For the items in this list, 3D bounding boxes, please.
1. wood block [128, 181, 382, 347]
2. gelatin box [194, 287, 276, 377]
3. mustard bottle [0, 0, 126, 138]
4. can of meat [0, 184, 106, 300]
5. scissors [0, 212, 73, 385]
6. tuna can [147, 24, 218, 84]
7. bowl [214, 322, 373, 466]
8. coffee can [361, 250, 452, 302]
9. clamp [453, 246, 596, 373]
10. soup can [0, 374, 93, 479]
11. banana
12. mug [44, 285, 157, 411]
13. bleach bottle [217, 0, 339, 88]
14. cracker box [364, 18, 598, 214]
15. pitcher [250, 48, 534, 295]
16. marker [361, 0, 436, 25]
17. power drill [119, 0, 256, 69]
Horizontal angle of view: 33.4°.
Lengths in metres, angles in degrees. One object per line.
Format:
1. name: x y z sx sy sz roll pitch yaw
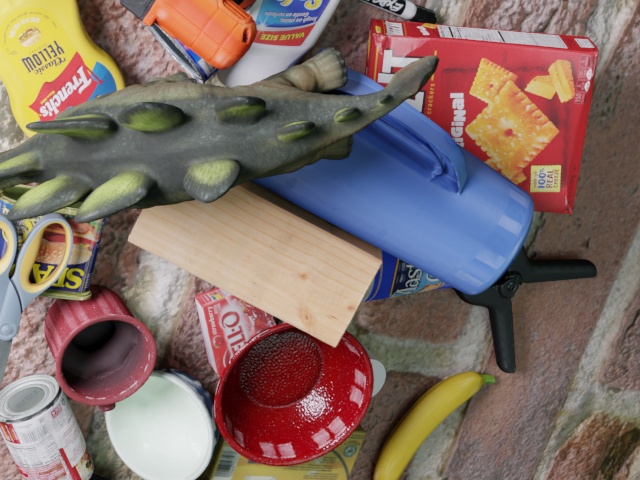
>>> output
1. wood block: -0.056 0.001 0.963 0.206 0.091 0.090 27 100 -4
2. gelatin box: -0.082 0.086 1.081 0.073 0.030 0.089 -19 120 -18
3. mustard bottle: -0.217 -0.132 0.891 0.096 0.058 0.191 -31 124 -6
4. can of meat: -0.245 0.001 0.942 0.101 0.057 0.084 9 107 -30
5. scissors: -0.280 0.060 0.903 0.096 0.016 0.202 28 94 -30
6. tuna can: -0.116 -0.175 0.905 0.033 0.086 0.086 -43 125 -5
7. bowl: -0.031 0.140 1.052 0.162 0.055 0.162 -7 114 -16
8. coffee can: 0.087 0.005 1.086 0.140 0.103 0.103 -8 116 -24
9. clamp: 0.205 0.055 1.210 0.209 0.036 0.164 29 97 -32
10. soup can: -0.263 0.187 1.013 0.068 0.069 0.102 -23 121 -16
11. banana: 0.125 0.216 1.246 0.198 0.037 0.069 -43 124 -3
12. mug: -0.207 0.103 0.994 0.093 0.082 0.117 -15 119 -21
13. bleach bottle: -0.022 -0.221 0.948 0.102 0.068 0.251 12 109 -31
14. cracker box: 0.146 -0.118 1.027 0.213 0.072 0.164 5 113 -1
15. pitcher: 0.067 -0.057 0.942 0.242 0.149 0.145 30 109 -8
16. marker: 0.061 -0.227 1.013 0.120 0.020 0.020 15 106 -32
17. power drill: -0.116 -0.218 0.819 0.184 0.187 0.057 40 115 -9
